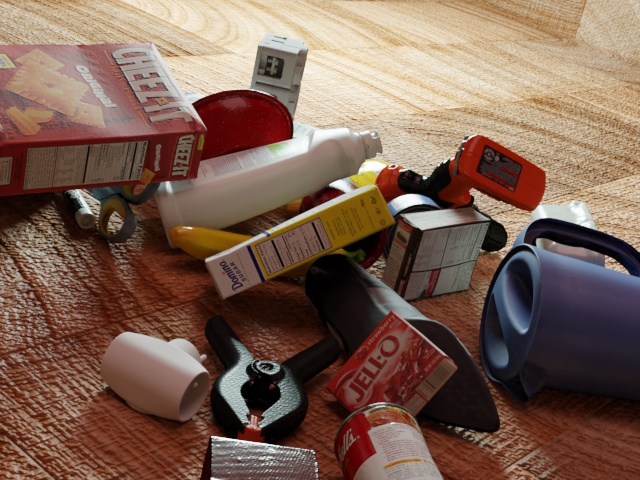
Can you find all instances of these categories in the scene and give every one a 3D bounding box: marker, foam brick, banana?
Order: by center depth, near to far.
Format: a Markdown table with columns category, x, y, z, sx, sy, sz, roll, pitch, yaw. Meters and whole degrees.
| category | x | y | z | sx | sy | sz | roll | pitch | yaw |
| --- | --- | --- | --- | --- | --- | --- | --- | --- | --- |
| foam brick | -0.043 | 0.174 | 0.731 | 0.078 | 0.053 | 0.051 | 11 | 23 | -9 |
| banana | -0.056 | 0.010 | 1.097 | 0.197 | 0.070 | 0.037 | 5 | 62 | -6 |
| marker | -0.267 | -0.046 | 1.156 | 0.020 | 0.020 | 0.121 | 1 | 25 | -28 |

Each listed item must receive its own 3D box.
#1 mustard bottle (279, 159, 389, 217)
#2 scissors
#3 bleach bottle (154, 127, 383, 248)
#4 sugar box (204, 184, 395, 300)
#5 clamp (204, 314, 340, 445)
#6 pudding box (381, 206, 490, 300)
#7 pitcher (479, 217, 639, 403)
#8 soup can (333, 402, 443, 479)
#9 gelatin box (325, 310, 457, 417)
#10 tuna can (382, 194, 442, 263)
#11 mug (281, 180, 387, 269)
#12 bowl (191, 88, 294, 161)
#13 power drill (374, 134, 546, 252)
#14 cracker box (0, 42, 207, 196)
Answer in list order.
| category | x | y | z | sx | sy | sz | roll | pitch | yaw |
| --- | --- | --- | --- | --- | --- | --- | --- | --- | --- |
| mustard bottle | 0.023 | -0.055 | 1.294 | 0.191 | 0.058 | 0.096 | -10 | 43 | -44 |
| scissors | -0.222 | -0.064 | 1.151 | 0.016 | 0.096 | 0.202 | 37 | 9 | -35 |
| bleach bottle | -0.053 | -0.068 | 1.146 | 0.250 | 0.068 | 0.103 | -17 | 26 | -7 |
| sugar box | -0.022 | 0.002 | 1.017 | 0.176 | 0.048 | 0.093 | -27 | 3 | -4 |
| clamp | -0.056 | 0.114 | 0.883 | 0.120 | 0.039 | 0.171 | 9 | 23 | 10 |
| pudding box | 0.124 | 0.014 | 1.151 | 0.113 | 0.090 | 0.039 | -8 | 32 | -42 |
| pitcher | 0.286 | 0.082 | 1.028 | 0.242 | 0.149 | 0.145 | 12 | 18 | -13 |
| soup can | 0.054 | 0.174 | 0.768 | 0.068 | 0.068 | 0.102 | 7 | 24 | -17 |
| gelatin box | 0.057 | 0.114 | 0.888 | 0.073 | 0.089 | 0.030 | 40 | -2 | 44 |
| tuna can | 0.103 | -0.008 | 1.196 | 0.086 | 0.086 | 0.034 | 6 | 22 | -18 |
| mug | 0.009 | -0.015 | 1.169 | 0.117 | 0.093 | 0.081 | -13 | 21 | -3 |
| bowl | -0.101 | -0.095 | 1.221 | 0.161 | 0.162 | 0.055 | 1 | 48 | -28 |
| power drill | 0.175 | -0.048 | 1.227 | 0.184 | 0.057 | 0.188 | 25 | -22 | -17 |
| cracker box | -0.243 | -0.129 | 1.069 | 0.213 | 0.072 | 0.164 | -8 | 46 | -30 |
